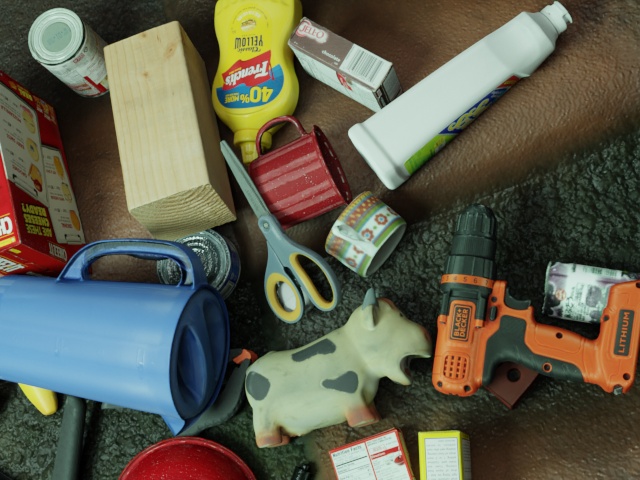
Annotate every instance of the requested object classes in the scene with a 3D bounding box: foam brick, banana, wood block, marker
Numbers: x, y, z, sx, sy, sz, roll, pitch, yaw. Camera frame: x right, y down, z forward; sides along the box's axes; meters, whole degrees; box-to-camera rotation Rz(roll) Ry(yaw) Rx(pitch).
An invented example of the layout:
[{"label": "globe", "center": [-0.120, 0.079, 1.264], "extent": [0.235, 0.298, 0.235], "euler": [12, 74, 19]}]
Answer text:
[{"label": "foam brick", "center": [0.173, 0.120, 1.044], "extent": [0.078, 0.051, 0.053], "euler": [39, 88, 18]}, {"label": "banana", "center": [-0.358, 0.118, 1.177], "extent": [0.198, 0.037, 0.070], "euler": [27, 108, 19]}, {"label": "wood block", "center": [-0.161, -0.115, 1.135], "extent": [0.090, 0.090, 0.206], "euler": [-18, 64, 8]}, {"label": "marker", "center": [-0.039, 0.281, 1.072], "extent": [0.020, 0.020, 0.121], "euler": [21, 83, 16]}]

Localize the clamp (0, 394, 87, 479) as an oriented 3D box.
[{"label": "clamp", "center": [-0.273, 0.273, 1.113], "extent": [0.165, 0.036, 0.210], "euler": [-38, 73, 14]}]

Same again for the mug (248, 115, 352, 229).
[{"label": "mug", "center": [-0.027, -0.072, 1.110], "extent": [0.081, 0.093, 0.117], "euler": [-24, 100, 11]}]

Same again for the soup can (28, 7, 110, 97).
[{"label": "soup can", "center": [-0.274, -0.209, 1.195], "extent": [0.068, 0.102, 0.068], "euler": [-3, 77, 12]}]

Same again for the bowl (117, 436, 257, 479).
[{"label": "bowl", "center": [-0.137, 0.279, 1.059], "extent": [0.162, 0.055, 0.162], "euler": [0, 89, 5]}]

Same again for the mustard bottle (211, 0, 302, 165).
[{"label": "mustard bottle", "center": [-0.071, -0.175, 1.164], "extent": [0.096, 0.058, 0.191], "euler": [-2, 77, 18]}]

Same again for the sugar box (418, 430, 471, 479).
[{"label": "sugar box", "center": [0.120, 0.269, 1.000], "extent": [0.048, 0.093, 0.176], "euler": [-2, 76, 13]}]

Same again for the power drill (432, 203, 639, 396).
[{"label": "power drill", "center": [0.203, 0.063, 0.994], "extent": [0.188, 0.057, 0.184], "euler": [7, 82, 17]}]

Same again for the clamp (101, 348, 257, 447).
[{"label": "clamp", "center": [-0.144, 0.164, 1.113], "extent": [0.120, 0.039, 0.171], "euler": [43, 90, 8]}]

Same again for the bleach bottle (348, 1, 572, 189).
[{"label": "bleach bottle", "center": [0.148, -0.156, 1.086], "extent": [0.251, 0.102, 0.068], "euler": [-39, 77, 3]}]

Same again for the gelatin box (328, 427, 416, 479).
[{"label": "gelatin box", "center": [0.057, 0.238, 1.055], "extent": [0.073, 0.030, 0.089], "euler": [-21, 73, 9]}]

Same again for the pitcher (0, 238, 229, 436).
[{"label": "pitcher", "center": [-0.221, 0.088, 1.067], "extent": [0.243, 0.145, 0.149], "euler": [6, 51, 19]}]

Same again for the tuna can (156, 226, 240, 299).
[{"label": "tuna can", "center": [-0.131, 0.028, 1.144], "extent": [0.086, 0.033, 0.086], "euler": [-3, 77, 12]}]

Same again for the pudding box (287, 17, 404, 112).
[{"label": "pudding box", "center": [0.028, -0.182, 1.127], "extent": [0.113, 0.090, 0.039], "euler": [33, 88, 17]}]

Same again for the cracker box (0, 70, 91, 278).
[{"label": "cracker box", "center": [-0.331, -0.067, 1.144], "extent": [0.072, 0.164, 0.214], "euler": [-19, 74, 9]}]

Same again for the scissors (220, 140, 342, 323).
[{"label": "scissors", "center": [-0.057, 0.001, 1.081], "extent": [0.202, 0.016, 0.096], "euler": [48, 126, 13]}]
